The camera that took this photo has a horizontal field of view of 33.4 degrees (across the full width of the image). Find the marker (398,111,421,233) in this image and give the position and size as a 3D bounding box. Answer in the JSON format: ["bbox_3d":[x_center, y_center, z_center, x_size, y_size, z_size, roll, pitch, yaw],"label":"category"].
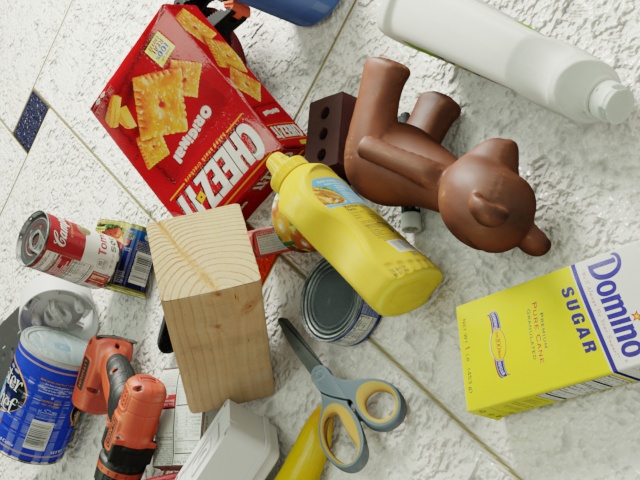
[{"bbox_3d":[0.083,-0.066,1.002,0.020,0.020,0.121,-23,60,42],"label":"marker"}]

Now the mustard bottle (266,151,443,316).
[{"bbox_3d":[0.018,-0.015,0.953,0.192,0.096,0.058,45,114,24],"label":"mustard bottle"}]

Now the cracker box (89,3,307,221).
[{"bbox_3d":[-0.137,-0.126,1.168,0.214,0.072,0.164,51,119,14],"label":"cracker box"}]

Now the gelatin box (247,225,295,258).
[{"bbox_3d":[-0.057,0.001,1.082,0.073,0.089,0.030,-11,91,47],"label":"gelatin box"}]

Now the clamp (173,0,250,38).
[{"bbox_3d":[-0.155,-0.275,1.250,0.210,0.036,0.164,-2,75,46],"label":"clamp"}]

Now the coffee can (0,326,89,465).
[{"bbox_3d":[-0.344,0.192,1.325,0.103,0.102,0.140,38,109,49],"label":"coffee can"}]

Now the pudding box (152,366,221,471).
[{"bbox_3d":[-0.137,0.190,1.145,0.090,0.039,0.113,-13,69,47],"label":"pudding box"}]

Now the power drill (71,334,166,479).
[{"bbox_3d":[-0.235,0.205,1.211,0.188,0.057,0.184,45,117,57],"label":"power drill"}]

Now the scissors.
[{"bbox_3d":[0.020,0.123,0.995,0.096,0.016,0.202,-31,45,13],"label":"scissors"}]

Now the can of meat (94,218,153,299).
[{"bbox_3d":[-0.247,0.021,1.320,0.102,0.057,0.084,8,80,49],"label":"can of meat"}]

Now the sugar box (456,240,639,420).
[{"bbox_3d":[0.187,0.071,0.812,0.177,0.048,0.093,-27,57,42],"label":"sugar box"}]

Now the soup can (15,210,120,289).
[{"bbox_3d":[-0.295,0.013,1.252,0.069,0.102,0.068,-23,56,39],"label":"soup can"}]

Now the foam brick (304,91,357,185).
[{"bbox_3d":[0.020,-0.099,1.060,0.053,0.051,0.078,-12,68,47],"label":"foam brick"}]

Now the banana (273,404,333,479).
[{"bbox_3d":[-0.044,0.242,1.020,0.198,0.037,0.070,-50,45,25],"label":"banana"}]

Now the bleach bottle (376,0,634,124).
[{"bbox_3d":[0.156,-0.156,0.886,0.251,0.102,0.068,42,113,49],"label":"bleach bottle"}]

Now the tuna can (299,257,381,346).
[{"bbox_3d":[0.021,0.057,1.016,0.086,0.033,0.086,-20,62,43],"label":"tuna can"}]

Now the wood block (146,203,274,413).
[{"bbox_3d":[-0.102,0.071,1.020,0.206,0.090,0.091,87,168,-54],"label":"wood block"}]
